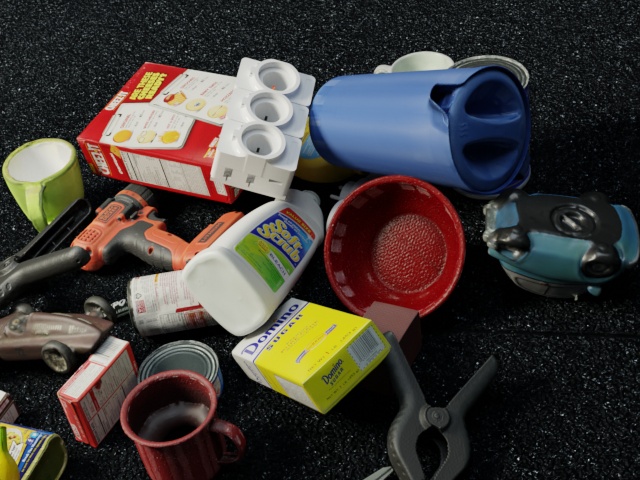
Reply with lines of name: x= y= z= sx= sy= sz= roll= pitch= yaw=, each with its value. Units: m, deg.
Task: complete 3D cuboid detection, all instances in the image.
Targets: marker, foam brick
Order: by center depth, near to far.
foam brick: x=0.064 y=0.110 z=1.094 sx=0.053 sy=0.051 sz=0.078 roll=13 pitch=46 yaw=27
marker: x=-0.237 y=0.081 z=1.217 sx=0.121 sy=0.020 sz=0.020 roll=-22 pitch=42 yaw=-12

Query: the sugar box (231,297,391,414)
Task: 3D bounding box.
sugar box: x=-0.014 y=0.108 z=1.053 sx=0.093 sy=0.048 sz=0.176 roll=-41 pitch=23 yaw=-19

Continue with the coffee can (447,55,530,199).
coffee can: x=0.198 y=-0.134 z=1.275 sx=0.103 sy=0.140 sz=0.103 roll=-6 pitch=41 yaw=5

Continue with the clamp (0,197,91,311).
clamp: x=-0.343 y=0.039 z=1.221 sx=0.210 sy=0.036 sz=0.165 roll=-37 pitch=24 yaw=-2

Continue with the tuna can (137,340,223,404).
tuna can: x=-0.145 y=0.146 z=1.111 sx=0.086 sy=0.034 sz=0.086 roll=-6 pitch=41 yaw=5

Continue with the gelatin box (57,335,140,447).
gelatin box: x=-0.223 y=0.153 z=1.090 sx=0.030 sy=0.073 sz=0.089 roll=16 pitch=48 yaw=26

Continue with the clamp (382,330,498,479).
clamp: x=0.115 y=0.168 z=1.007 sx=0.120 sy=0.039 sz=0.171 roll=3 pitch=61 yaw=-4

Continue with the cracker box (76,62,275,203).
cracker box: x=-0.166 y=-0.136 z=1.332 sx=0.214 sy=0.072 sz=0.164 roll=12 pitch=49 yaw=26

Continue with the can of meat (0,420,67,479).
can of meat: x=-0.307 y=0.226 z=1.038 sx=0.084 sy=0.057 sz=0.102 roll=8 pitch=45 yaw=18

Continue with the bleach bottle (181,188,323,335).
bleach bottle: x=-0.058 y=0.001 z=1.190 sx=0.068 sy=0.102 sz=0.250 roll=-35 pitch=11 yaw=31

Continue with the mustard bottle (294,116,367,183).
mustard bottle: x=-0.007 y=-0.117 z=1.364 sx=0.192 sy=0.058 sz=0.096 roll=13 pitch=48 yaw=26

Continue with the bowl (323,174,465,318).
bowl: x=0.087 y=0.012 z=1.161 sx=0.162 sy=0.055 sz=0.162 roll=-3 pitch=84 yaw=25

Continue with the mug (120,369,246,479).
mug: x=-0.126 y=0.187 z=1.023 sx=0.117 sy=0.081 sz=0.093 roll=5 pitch=43 yaw=18

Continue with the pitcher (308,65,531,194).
pitcher: x=0.108 y=-0.123 z=1.191 sx=0.144 sy=0.149 sz=0.243 roll=-28 pitch=25 yaw=-35

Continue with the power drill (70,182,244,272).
power drill: x=-0.182 y=-0.015 z=1.290 sx=0.188 sy=0.057 sz=0.184 roll=13 pitch=46 yaw=28

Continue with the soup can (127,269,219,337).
soup can: x=-0.155 y=0.066 z=1.179 sx=0.102 sy=0.068 sz=0.068 roll=-10 pitch=41 yaw=2
